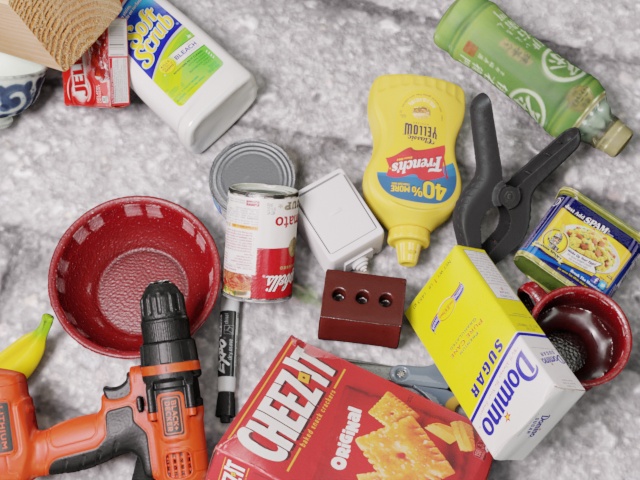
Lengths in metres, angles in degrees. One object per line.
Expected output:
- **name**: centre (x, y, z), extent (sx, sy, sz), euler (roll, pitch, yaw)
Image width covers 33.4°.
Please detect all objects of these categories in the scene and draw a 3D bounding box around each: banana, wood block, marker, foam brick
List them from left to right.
- **banana**: centre (-0.324, 0.136, 0.966), extent (0.197, 0.069, 0.037), euler (-37, 53, -28)
- **wood block**: centre (-0.302, -0.243, 1.050), extent (0.206, 0.090, 0.090), euler (21, 67, 43)
- **marker**: centre (-0.088, 0.112, 1.008), extent (0.020, 0.020, 0.121), euler (0, 70, 0)
- **foam brick**: centre (0.039, 0.064, 1.003), extent (0.078, 0.051, 0.053), euler (6, 60, 4)

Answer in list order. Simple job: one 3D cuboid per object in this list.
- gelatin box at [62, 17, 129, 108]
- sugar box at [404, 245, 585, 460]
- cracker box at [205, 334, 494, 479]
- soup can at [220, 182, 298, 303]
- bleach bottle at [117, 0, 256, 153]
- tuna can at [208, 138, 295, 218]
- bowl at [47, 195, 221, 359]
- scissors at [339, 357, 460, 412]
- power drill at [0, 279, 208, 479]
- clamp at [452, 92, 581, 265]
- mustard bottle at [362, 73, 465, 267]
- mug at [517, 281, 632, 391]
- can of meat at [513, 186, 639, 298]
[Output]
- **gelatin box**: centre (-0.227, -0.178, 1.071), extent (0.073, 0.030, 0.089), euler (8, 103, 38)
- **sugar box**: centre (0.148, 0.097, 0.943), extent (0.048, 0.093, 0.176), euler (11, 35, -35)
- **cracker box**: centre (0.032, 0.189, 0.912), extent (0.214, 0.072, 0.164), euler (25, 37, 8)
- **soup can**: centre (-0.057, 0.001, 1.000), extent (0.068, 0.068, 0.102), euler (5, 101, 2)
- **bleach bottle**: centre (-0.185, -0.205, 1.102), extent (0.251, 0.068, 0.102), euler (41, 77, 16)
- **tuna can**: centre (-0.067, -0.056, 1.061), extent (0.086, 0.034, 0.086), euler (0, 70, 0)
- **bowl**: centre (-0.173, 0.041, 1.015), extent (0.162, 0.055, 0.162), euler (0, 70, 0)
- **scissors**: centre (0.085, 0.144, 0.996), extent (0.201, 0.016, 0.096), euler (-5, 68, -2)
- **power drill**: centre (-0.196, 0.135, 0.932), extent (0.187, 0.057, 0.184), euler (-9, 83, 2)
- **clamp**: centre (0.184, -0.049, 1.028), extent (0.120, 0.039, 0.171), euler (9, 102, -13)
- **mustard bottle**: centre (0.091, -0.067, 1.051), extent (0.096, 0.058, 0.191), euler (8, 71, -8)
- **mug**: centre (0.221, 0.088, 0.981), extent (0.093, 0.081, 0.117), euler (-37, 74, -12)
- **can of meat**: centre (0.248, 0.013, 1.023), extent (0.102, 0.057, 0.084), euler (36, 76, 12)
